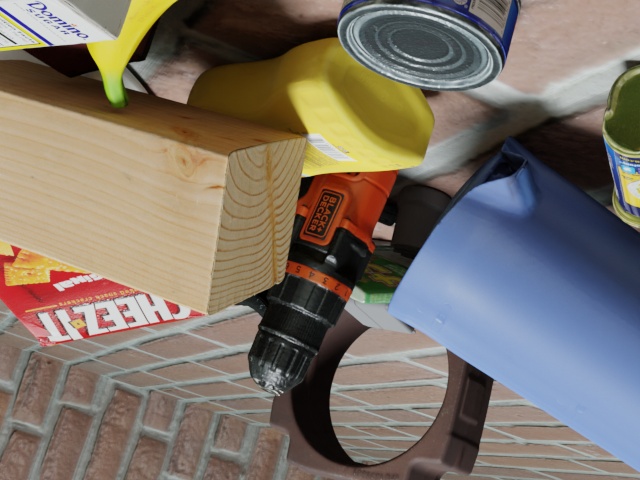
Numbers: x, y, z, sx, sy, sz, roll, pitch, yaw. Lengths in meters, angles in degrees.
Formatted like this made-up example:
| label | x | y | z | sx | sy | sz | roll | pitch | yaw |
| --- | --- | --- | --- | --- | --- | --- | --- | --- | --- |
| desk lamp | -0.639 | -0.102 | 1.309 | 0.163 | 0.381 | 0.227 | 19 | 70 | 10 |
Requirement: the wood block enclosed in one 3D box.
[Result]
| label | x | y | z | sx | sy | sz | roll | pitch | yaw |
| --- | --- | --- | --- | --- | --- | --- | --- | --- | --- |
| wood block | -0.123 | -0.038 | 0.616 | 0.206 | 0.091 | 0.090 | 17 | -163 | 22 |

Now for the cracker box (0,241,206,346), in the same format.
| label | x | y | z | sx | sy | sz | roll | pitch | yaw |
| --- | --- | --- | --- | --- | --- | --- | --- | --- | --- |
| cracker box | -0.198 | 0.000 | 0.884 | 0.164 | 0.072 | 0.213 | -10 | 144 | 7 |

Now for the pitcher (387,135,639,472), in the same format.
| label | x | y | z | sx | sy | sz | roll | pitch | yaw |
| --- | --- | --- | --- | --- | --- | --- | --- | --- | --- |
| pitcher | 0.169 | 0.061 | 0.649 | 0.243 | 0.145 | 0.149 | 36 | -168 | 10 |

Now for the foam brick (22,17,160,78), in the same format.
| label | x | y | z | sx | sy | sz | roll | pitch | yaw |
| --- | --- | --- | --- | --- | --- | --- | --- | --- | --- |
| foam brick | -0.130 | -0.129 | 0.593 | 0.078 | 0.053 | 0.051 | -2 | 156 | 45 |

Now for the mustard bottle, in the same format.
| label | x | y | z | sx | sy | sz | roll | pitch | yaw |
| --- | --- | --- | --- | --- | --- | --- | --- | --- | --- |
| mustard bottle | -0.028 | -0.075 | 0.665 | 0.096 | 0.058 | 0.192 | 31 | 158 | -38 |

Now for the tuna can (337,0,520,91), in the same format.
| label | x | y | z | sx | sy | sz | roll | pitch | yaw |
| --- | --- | --- | --- | --- | --- | --- | --- | --- | --- |
| tuna can | 0.052 | -0.107 | 0.522 | 0.086 | 0.033 | 0.086 | 15 | 164 | 4 |

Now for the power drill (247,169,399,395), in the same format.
| label | x | y | z | sx | sy | sz | roll | pitch | yaw |
| --- | --- | --- | --- | --- | --- | --- | --- | --- | --- |
| power drill | -0.054 | -0.003 | 0.743 | 0.188 | 0.184 | 0.057 | 18 | 166 | 29 |
